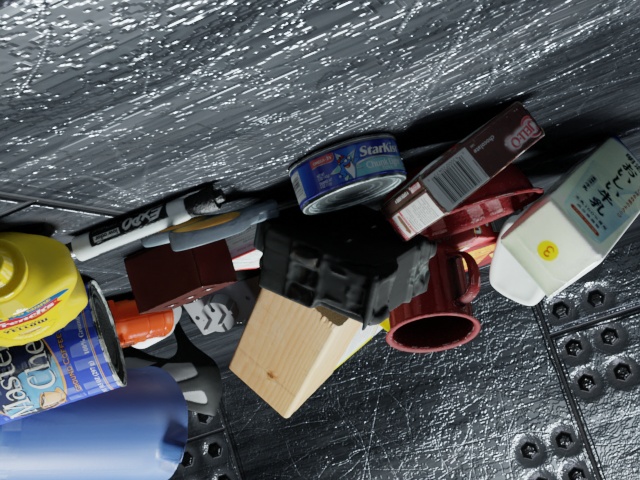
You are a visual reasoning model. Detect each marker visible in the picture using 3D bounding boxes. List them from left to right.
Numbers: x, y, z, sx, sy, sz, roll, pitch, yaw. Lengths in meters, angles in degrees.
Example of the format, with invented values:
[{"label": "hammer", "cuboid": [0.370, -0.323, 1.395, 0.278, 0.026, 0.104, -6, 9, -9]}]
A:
[{"label": "marker", "cuboid": [-0.126, -0.013, 0.782, 0.121, 0.020, 0.020, -20, 171, 12]}]

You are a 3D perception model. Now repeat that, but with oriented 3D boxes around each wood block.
[{"label": "wood block", "cuboid": [-0.017, 0.086, 1.103, 0.090, 0.091, 0.206, -42, 167, -35]}]

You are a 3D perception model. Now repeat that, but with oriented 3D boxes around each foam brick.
[{"label": "foam brick", "cuboid": [-0.121, 0.026, 0.926, 0.078, 0.051, 0.052, -24, 170, 31]}]

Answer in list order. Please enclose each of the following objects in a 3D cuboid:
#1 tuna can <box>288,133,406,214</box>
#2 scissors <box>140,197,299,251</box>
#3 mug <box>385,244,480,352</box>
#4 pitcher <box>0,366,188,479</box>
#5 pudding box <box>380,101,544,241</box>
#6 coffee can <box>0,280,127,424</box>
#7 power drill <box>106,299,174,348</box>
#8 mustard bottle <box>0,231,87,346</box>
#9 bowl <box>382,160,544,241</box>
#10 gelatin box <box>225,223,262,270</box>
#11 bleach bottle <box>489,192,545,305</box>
[{"label": "tuna can", "cuboid": [0.021, -0.049, 0.806, 0.086, 0.034, 0.086, -17, 171, -3]}, {"label": "scissors", "cuboid": [-0.064, -0.021, 0.859, 0.096, 0.016, 0.201, -5, -170, 33]}, {"label": "mug", "cuboid": [0.113, 0.051, 1.051, 0.093, 0.081, 0.117, 13, 146, -31]}, {"label": "pitcher", "cuboid": [-0.274, 0.196, 1.125, 0.149, 0.145, 0.242, -35, 152, 32]}, {"label": "pudding box", "cuboid": [0.110, -0.053, 0.836, 0.113, 0.039, 0.090, -36, 177, -22]}, {"label": "coffee can", "cuboid": [-0.259, 0.105, 0.969, 0.140, 0.103, 0.103, -17, 171, -4]}, {"label": "power drill", "cuboid": [-0.268, 0.114, 1.155, 0.184, 0.057, 0.188, -9, 169, -29]}, {"label": "mustard bottle", "cuboid": [-0.220, 0.033, 0.756, 0.096, 0.058, 0.192, -17, 171, -12]}, {"label": "bowl", "cuboid": [0.118, -0.041, 0.973, 0.162, 0.055, 0.162, -17, 171, -3]}, {"label": "gelatin box", "cuboid": [-0.056, 0.001, 0.974, 0.089, 0.030, 0.073, -24, 168, 36]}, {"label": "bleach bottle", "cuboid": [0.275, -0.029, 1.181, 0.250, 0.068, 0.103, -38, 149, -44]}]
